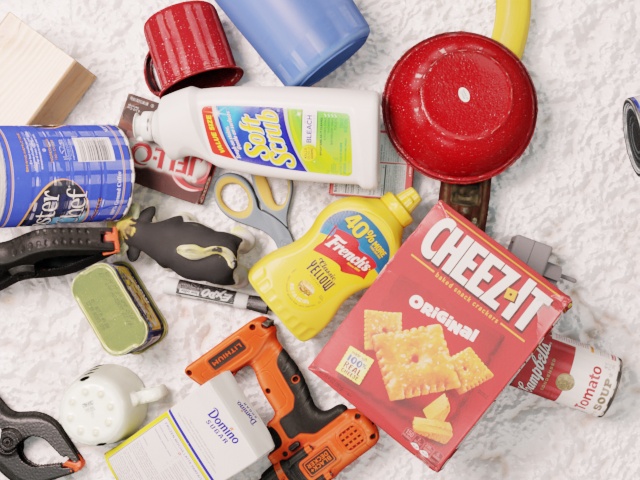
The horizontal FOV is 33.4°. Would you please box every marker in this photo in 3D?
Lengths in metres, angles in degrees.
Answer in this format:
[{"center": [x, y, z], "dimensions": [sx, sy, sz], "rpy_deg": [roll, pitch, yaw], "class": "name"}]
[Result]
[{"center": [-0.109, 0.059, 1.147], "dimensions": [0.121, 0.020, 0.020], "rpy_deg": [11, 88, 4], "class": "marker"}]

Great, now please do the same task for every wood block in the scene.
[{"center": [-0.344, -0.126, 1.135], "dimensions": [0.091, 0.090, 0.206], "rpy_deg": [37, 90, 4], "class": "wood block"}]

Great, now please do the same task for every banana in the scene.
[{"center": [0.187, -0.224, 1.130], "dimensions": [0.069, 0.037, 0.198], "rpy_deg": [20, 89, 2], "class": "banana"}]

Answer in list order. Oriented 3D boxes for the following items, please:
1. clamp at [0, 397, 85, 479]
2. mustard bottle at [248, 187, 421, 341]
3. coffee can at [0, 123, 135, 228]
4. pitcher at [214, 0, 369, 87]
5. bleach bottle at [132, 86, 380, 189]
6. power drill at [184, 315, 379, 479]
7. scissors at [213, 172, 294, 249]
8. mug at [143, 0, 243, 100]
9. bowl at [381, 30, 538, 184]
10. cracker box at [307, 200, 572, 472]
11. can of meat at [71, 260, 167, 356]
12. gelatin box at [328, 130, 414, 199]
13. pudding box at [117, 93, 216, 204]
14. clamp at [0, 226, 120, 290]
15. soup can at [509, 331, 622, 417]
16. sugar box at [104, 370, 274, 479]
[{"center": [-0.341, 0.222, 1.145], "dimensions": [0.171, 0.039, 0.120], "rpy_deg": [28, 91, 4], "class": "clamp"}, {"center": [0.025, 0.011, 1.104], "dimensions": [0.191, 0.058, 0.096], "rpy_deg": [-39, 97, 2], "class": "mustard bottle"}, {"center": [-0.272, -0.066, 1.068], "dimensions": [0.140, 0.103, 0.103], "rpy_deg": [-5, 87, -36], "class": "coffee can"}, {"center": [-0.051, -0.285, 1.111], "dimensions": [0.149, 0.145, 0.243], "rpy_deg": [-36, 90, 16], "class": "pitcher"}, {"center": [-0.065, -0.106, 1.091], "dimensions": [0.251, 0.068, 0.102], "rpy_deg": [2, 110, 6], "class": "bleach bottle"}, {"center": [-0.059, 0.189, 1.121], "dimensions": [0.184, 0.057, 0.187], "rpy_deg": [-37, 88, 4], "class": "power drill"}, {"center": [-0.058, 0.001, 1.148], "dimensions": [0.096, 0.016, 0.202], "rpy_deg": [-10, 87, 5], "class": "scissors"}, {"center": [-0.146, -0.196, 1.133], "dimensions": [0.117, 0.093, 0.081], "rpy_deg": [-25, 80, 39], "class": "mug"}, {"center": [0.144, -0.140, 1.076], "dimensions": [0.162, 0.055, 0.162], "rpy_deg": [0, 84, 0], "class": "bowl"}, {"center": [0.117, 0.094, 1.049], "dimensions": [0.164, 0.072, 0.214], "rpy_deg": [38, 92, 13], "class": "cracker box"}, {"center": [-0.212, 0.072, 1.120], "dimensions": [0.057, 0.084, 0.102], "rpy_deg": [-32, 86, 2], "class": "can of meat"}, {"center": [0.055, -0.081, 1.137], "dimensions": [0.089, 0.030, 0.073], "rpy_deg": [5, 89, 3], "class": "gelatin box"}, {"center": [-0.165, -0.097, 1.146], "dimensions": [0.113, 0.039, 0.090], "rpy_deg": [19, 91, 5], "class": "pudding box"}, {"center": [-0.311, 0.017, 1.084], "dimensions": [0.210, 0.164, 0.036], "rpy_deg": [-14, 72, 8], "class": "clamp"}, {"center": [0.249, 0.134, 1.096], "dimensions": [0.102, 0.068, 0.068], "rpy_deg": [20, 89, 4], "class": "soup can"}, {"center": [-0.136, 0.215, 1.093], "dimensions": [0.176, 0.048, 0.093], "rpy_deg": [-36, 83, 27], "class": "sugar box"}]
